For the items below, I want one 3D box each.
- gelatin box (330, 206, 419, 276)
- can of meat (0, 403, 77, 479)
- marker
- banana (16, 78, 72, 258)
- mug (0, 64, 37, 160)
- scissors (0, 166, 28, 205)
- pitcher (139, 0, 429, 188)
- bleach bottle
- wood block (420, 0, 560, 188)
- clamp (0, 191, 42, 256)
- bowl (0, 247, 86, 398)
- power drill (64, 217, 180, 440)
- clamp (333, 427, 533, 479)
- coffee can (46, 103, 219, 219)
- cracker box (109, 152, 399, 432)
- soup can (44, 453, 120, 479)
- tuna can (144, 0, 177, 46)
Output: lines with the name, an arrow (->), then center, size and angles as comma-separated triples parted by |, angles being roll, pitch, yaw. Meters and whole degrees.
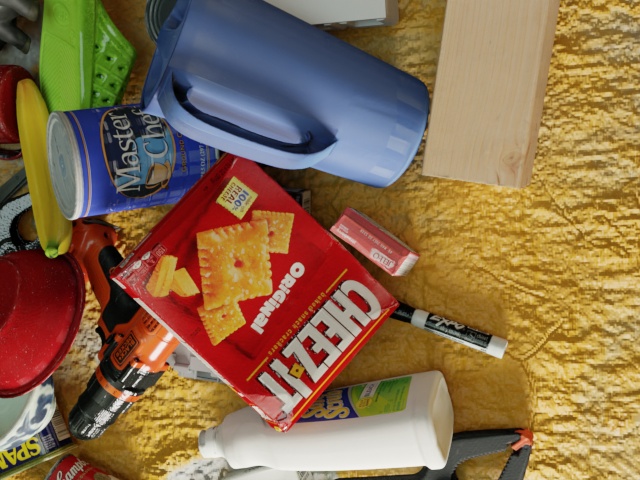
gelatin box -> 0.052, 0.003, 1.001 | 0.073, 0.089, 0.030 | 36, 95, 11
can of meat -> -0.327, 0.207, 1.159 | 0.102, 0.057, 0.084 | -25, 85, 17
marker -> 0.120, 0.084, 1.025 | 0.121, 0.020, 0.020 | 19, 101, 15
banana -> -0.276, -0.064, 1.074 | 0.037, 0.070, 0.198 | -9, 70, -19
mug -> -0.344, -0.132, 1.117 | 0.082, 0.093, 0.117 | 1, 130, 18
scissors -> -0.359, -0.018, 1.168 | 0.202, 0.016, 0.096 | -21, 90, 18
pitcher -> -0.030, -0.128, 0.944 | 0.242, 0.145, 0.149 | 20, 85, -17
bleach bottle -> -0.002, 0.185, 1.030 | 0.251, 0.102, 0.068 | -11, 110, 18
wood block -> 0.156, -0.156, 0.954 | 0.091, 0.090, 0.206 | 10, 99, 16
clamp -> -0.322, 0.021, 1.148 | 0.120, 0.039, 0.171 | 39, 103, -10
bowl -> -0.308, 0.071, 1.050 | 0.162, 0.055, 0.162 | -18, 57, 29
power drill -> -0.224, 0.083, 1.080 | 0.184, 0.057, 0.188 | -49, 58, 15
clamp -> 0.127, 0.258, 1.030 | 0.210, 0.036, 0.164 | -35, 84, 17
coffee can -> -0.181, -0.080, 1.025 | 0.140, 0.103, 0.103 | -10, 93, -26
cracker box -> -0.060, 0.045, 0.982 | 0.213, 0.072, 0.164 | 44, 80, -8
soup can -> -0.239, 0.279, 1.131 | 0.102, 0.068, 0.068 | 24, 102, 14
tuna can -> -0.130, -0.224, 1.066 | 0.086, 0.033, 0.086 | 2, 96, 17
